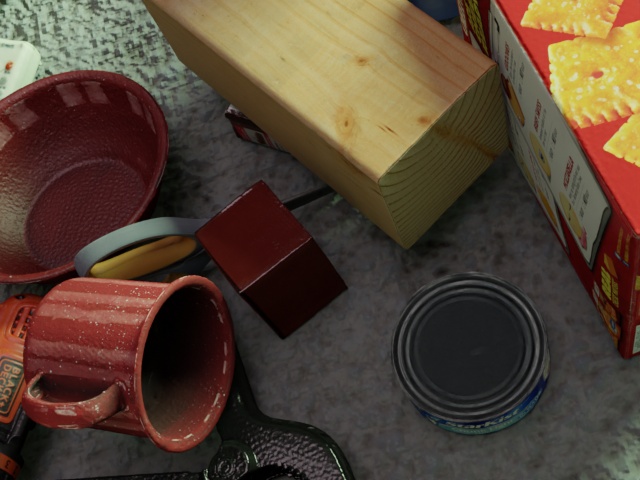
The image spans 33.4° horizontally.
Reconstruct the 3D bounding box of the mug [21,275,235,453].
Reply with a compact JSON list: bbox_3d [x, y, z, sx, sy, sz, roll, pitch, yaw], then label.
[{"bbox_3d":[-0.109,0.067,0.566,0.082,0.093,0.117,3,24,27],"label":"mug"}]

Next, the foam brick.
[{"bbox_3d":[-0.028,0.012,0.620,0.051,0.078,0.053,-39,61,-2],"label":"foam brick"}]

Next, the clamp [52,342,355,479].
[{"bbox_3d":[-0.057,0.136,0.594,0.210,0.036,0.164,38,81,28],"label":"clamp"}]

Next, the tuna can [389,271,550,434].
[{"bbox_3d":[0.083,0.063,0.588,0.086,0.033,0.086,-7,64,13],"label":"tuna can"}]

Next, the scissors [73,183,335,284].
[{"bbox_3d":[-0.054,0.001,0.659,0.201,0.096,0.016,-15,61,-26],"label":"scissors"}]

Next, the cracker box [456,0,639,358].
[{"bbox_3d":[0.141,-0.066,0.557,0.072,0.164,0.214,-23,62,3],"label":"cracker box"}]

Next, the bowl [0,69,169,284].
[{"bbox_3d":[-0.163,-0.031,0.687,0.162,0.055,0.162,-9,57,13],"label":"bowl"}]

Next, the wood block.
[{"bbox_3d":[-0.001,-0.103,0.613,0.090,0.090,0.206,-45,64,-8],"label":"wood block"}]
